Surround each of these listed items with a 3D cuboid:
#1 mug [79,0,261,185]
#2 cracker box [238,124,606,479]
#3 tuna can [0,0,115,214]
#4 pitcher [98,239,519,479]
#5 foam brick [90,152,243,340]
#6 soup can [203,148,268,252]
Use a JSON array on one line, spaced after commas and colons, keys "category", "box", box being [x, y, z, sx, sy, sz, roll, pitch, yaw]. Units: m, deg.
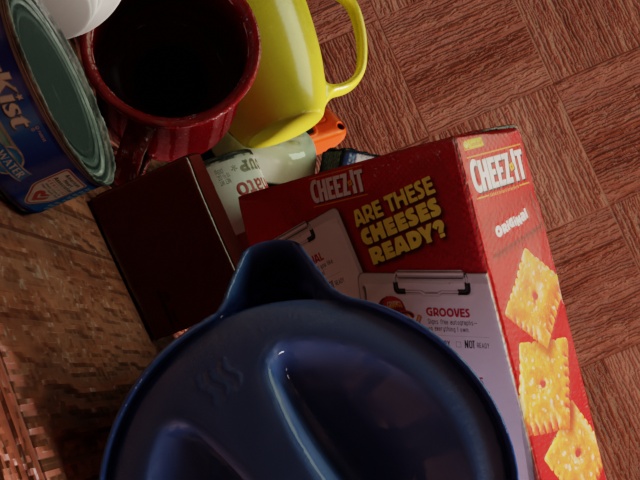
[{"category": "mug", "box": [-0.086, -0.081, 0.582, 0.081, 0.093, 0.117, 124, -17, -74]}, {"category": "cracker box", "box": [0.055, 0.058, 0.602, 0.071, 0.164, 0.214, -16, 93, -47]}, {"category": "tuna can", "box": [-0.112, -0.054, 0.404, 0.086, 0.034, 0.086, -24, 91, -87]}, {"category": "pitcher", "box": [-0.003, 0.094, 0.447, 0.145, 0.149, 0.243, 34, 0, 1]}, {"category": "foam brick", "box": [-0.071, 0.001, 0.530, 0.051, 0.053, 0.078, -92, 160, -81]}, {"category": "soup can", "box": [-0.054, 0.001, 0.685, 0.068, 0.068, 0.102, 22, 45, -85]}]
